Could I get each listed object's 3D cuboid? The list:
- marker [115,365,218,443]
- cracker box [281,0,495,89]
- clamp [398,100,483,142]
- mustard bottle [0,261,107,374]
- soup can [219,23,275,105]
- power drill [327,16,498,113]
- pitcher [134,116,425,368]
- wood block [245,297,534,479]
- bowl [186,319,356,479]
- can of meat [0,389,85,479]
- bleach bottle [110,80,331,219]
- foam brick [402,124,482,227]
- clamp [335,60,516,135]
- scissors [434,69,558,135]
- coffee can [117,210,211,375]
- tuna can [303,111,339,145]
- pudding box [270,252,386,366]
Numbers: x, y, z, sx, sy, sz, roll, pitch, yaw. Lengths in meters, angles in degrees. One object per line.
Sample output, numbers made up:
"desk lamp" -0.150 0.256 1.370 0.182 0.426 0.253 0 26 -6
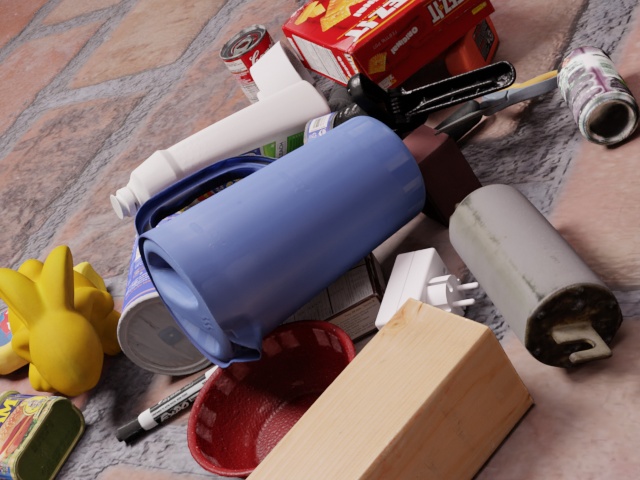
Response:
"marker" -0.142 0.156 1.009 0.121 0.020 0.020 -32 32 5
"cracker box" 0.067 -0.250 1.196 0.164 0.072 0.214 -39 28 -6
"clamp" 0.098 -0.084 1.088 0.120 0.039 0.171 -15 39 37
"mustard bottle" -0.338 0.102 1.228 0.192 0.058 0.096 -30 32 9
"soup can" -0.073 -0.213 1.356 0.069 0.102 0.068 -24 33 17
"power drill" 0.098 -0.194 1.212 0.188 0.057 0.184 -10 40 35
"pitcher" -0.035 -0.014 0.942 0.242 0.149 0.145 -34 13 -21
"wood block" 0.046 0.153 0.772 0.206 0.090 0.091 -46 33 -18
"bowl" -0.030 0.143 0.887 0.162 0.055 0.162 -24 33 17
"can of meat" -0.294 0.201 1.060 0.084 0.057 0.102 -3 45 37
"bleach bottle" -0.108 -0.083 1.151 0.250 0.103 0.068 -28 65 -22
"foam brick" 0.108 -0.062 1.009 0.051 0.078 0.053 -42 32 -8
"clamp" 0.064 -0.127 1.023 0.164 0.036 0.210 -6 -8 -27
"scissors" 0.159 -0.131 1.044 0.201 0.016 0.096 -24 11 -29
"coffee can" -0.145 0.051 1.072 0.103 0.102 0.140 -26 33 15
"tuna can" 0.018 -0.092 1.126 0.034 0.086 0.086 -16 37 26
"pudding box" 0.006 0.061 0.980 0.113 0.039 0.090 -30 32 12
